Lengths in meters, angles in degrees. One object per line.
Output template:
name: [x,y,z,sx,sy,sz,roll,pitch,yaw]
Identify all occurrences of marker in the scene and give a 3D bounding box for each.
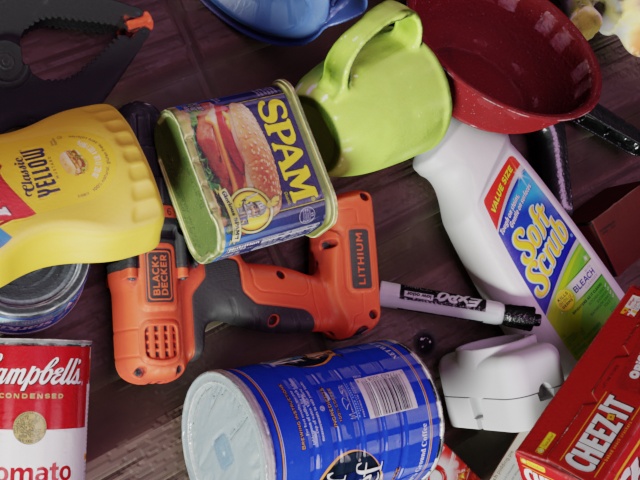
marker: [0.102,0.049,0.787,0.121,0.020,0.020,10,78,2]

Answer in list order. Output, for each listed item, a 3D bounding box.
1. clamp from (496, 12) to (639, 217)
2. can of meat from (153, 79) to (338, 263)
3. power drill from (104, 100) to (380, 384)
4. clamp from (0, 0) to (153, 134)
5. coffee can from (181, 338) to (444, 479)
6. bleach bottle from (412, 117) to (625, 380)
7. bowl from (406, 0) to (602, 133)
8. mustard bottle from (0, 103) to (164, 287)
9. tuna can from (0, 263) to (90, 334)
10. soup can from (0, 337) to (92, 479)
clamp: [0.188,-0.102,0.870,0.171,0.039,0.120,47,61,-9]
can of meat: [-0.049,-0.043,0.668,0.083,0.058,0.102,-16,81,-28]
power drill: [-0.055,0.001,0.720,0.187,0.057,0.184,1,81,-27]
clamp: [-0.199,-0.096,0.662,0.209,0.036,0.164,-16,93,-26]
coffee can: [-0.005,0.124,0.696,0.140,0.103,0.103,-7,88,-35]
bleach bottle: [0.143,-0.002,0.823,0.102,0.068,0.251,-42,102,-23]
bowl: [0.126,-0.132,0.795,0.162,0.055,0.162,15,47,-17]
mustard bottle: [-0.192,-0.017,0.600,0.191,0.058,0.096,-16,64,-25]
tuna can: [-0.183,0.012,0.647,0.086,0.034,0.086,8,66,-18]
soup can: [-0.173,0.110,0.636,0.068,0.069,0.102,5,83,-28]
